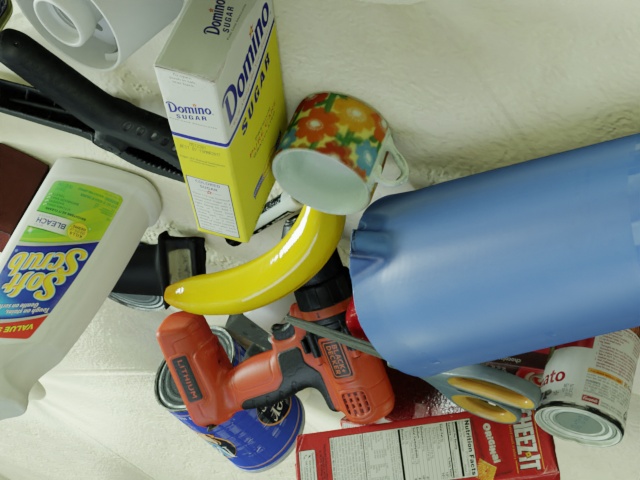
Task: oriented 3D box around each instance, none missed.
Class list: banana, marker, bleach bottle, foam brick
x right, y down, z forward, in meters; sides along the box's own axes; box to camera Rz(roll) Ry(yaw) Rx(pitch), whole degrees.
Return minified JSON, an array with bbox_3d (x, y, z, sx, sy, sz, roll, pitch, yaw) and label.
[{"bbox_3d":[-0.042,0.014,0.832,0.198,0.037,0.069,-40,80,29],"label":"banana"},{"bbox_3d":[-0.047,-0.019,0.873,0.020,0.020,0.121,33,149,-19],"label":"marker"},{"bbox_3d":[-0.225,0.052,0.873,0.102,0.250,0.068,16,151,11],"label":"bleach bottle"},{"bbox_3d":[-0.278,-0.036,0.942,0.051,0.078,0.053,23,153,-3],"label":"foam brick"}]

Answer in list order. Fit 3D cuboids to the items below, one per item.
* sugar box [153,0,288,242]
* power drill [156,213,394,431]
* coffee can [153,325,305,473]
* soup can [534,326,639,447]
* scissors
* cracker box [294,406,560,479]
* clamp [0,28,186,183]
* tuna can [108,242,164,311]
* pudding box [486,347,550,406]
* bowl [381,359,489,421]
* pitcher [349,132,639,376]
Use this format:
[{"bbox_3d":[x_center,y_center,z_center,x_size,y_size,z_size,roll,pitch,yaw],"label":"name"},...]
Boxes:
[{"bbox_3d":[-0.058,-0.085,0.694,0.048,0.093,0.176,15,151,10],"label":"sugar box"},{"bbox_3d":[-0.045,0.080,0.903,0.188,0.057,0.184,-15,101,29],"label":"power drill"},{"bbox_3d":[-0.095,0.171,1.138,0.103,0.102,0.140,-3,142,38],"label":"coffee can"},{"bbox_3d":[0.206,0.097,0.811,0.068,0.102,0.068,17,151,9],"label":"soup can"},{"bbox_3d":[0.074,0.102,0.828,0.202,0.016,0.096,12,154,25],"label":"scissors"},{"bbox_3d":[0.098,0.203,0.936,0.214,0.072,0.164,-10,155,8],"label":"cracker box"},{"bbox_3d":[-0.162,-0.087,0.805,0.209,0.036,0.165,27,167,-25],"label":"clamp"},{"bbox_3d":[-0.183,0.033,1.036,0.086,0.033,0.086,16,151,9],"label":"tuna can"},{"bbox_3d":[0.197,0.126,0.931,0.090,0.039,0.113,8,149,22],"label":"pudding box"},{"bbox_3d":[0.081,0.112,0.968,0.162,0.055,0.162,17,151,9],"label":"bowl"},{"bbox_3d":[0.152,0.010,0.690,0.243,0.149,0.145,-17,103,44],"label":"pitcher"}]
